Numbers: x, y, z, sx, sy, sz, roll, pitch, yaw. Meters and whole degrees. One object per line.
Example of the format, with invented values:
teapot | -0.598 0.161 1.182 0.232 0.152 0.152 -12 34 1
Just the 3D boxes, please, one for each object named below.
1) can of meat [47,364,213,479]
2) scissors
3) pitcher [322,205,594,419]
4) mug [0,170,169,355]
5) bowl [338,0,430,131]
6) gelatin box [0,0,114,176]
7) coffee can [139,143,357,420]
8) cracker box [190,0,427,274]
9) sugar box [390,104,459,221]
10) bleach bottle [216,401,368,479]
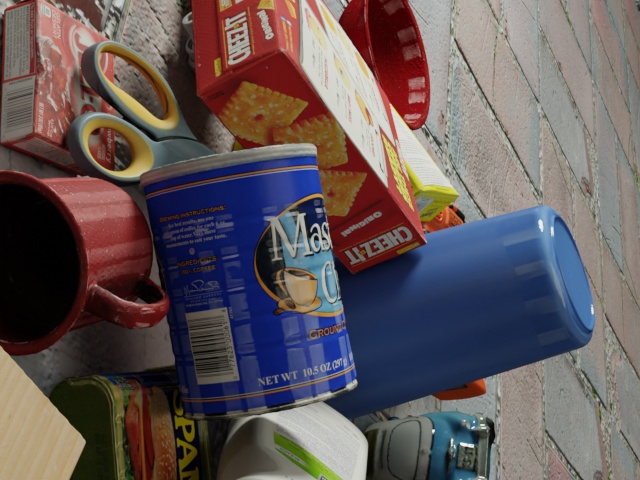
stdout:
can of meat | -0.111 0.125 0.620 0.083 0.058 0.102 8 73 -61
scissors | -0.082 -0.037 0.668 0.201 0.016 0.096 48 49 -27
pitcher | 0.081 0.054 0.829 0.144 0.243 0.149 42 37 -49
mug | -0.131 0.013 0.562 0.081 0.117 0.093 -15 127 -69
bowl | 0.057 -0.186 1.090 0.162 0.055 0.162 35 50 -56
gelatin box | -0.156 -0.091 0.641 0.073 0.030 0.089 26 58 -60
coffee can | -0.041 0.023 0.612 0.102 0.103 0.140 -10 90 -64
cracker box | -0.010 -0.101 0.762 0.213 0.072 0.164 50 22 -44
sugar box | 0.046 -0.098 0.963 0.176 0.048 0.093 53 20 17
bleach bottle | -0.024 0.146 0.645 0.068 0.102 0.250 -59 176 3
